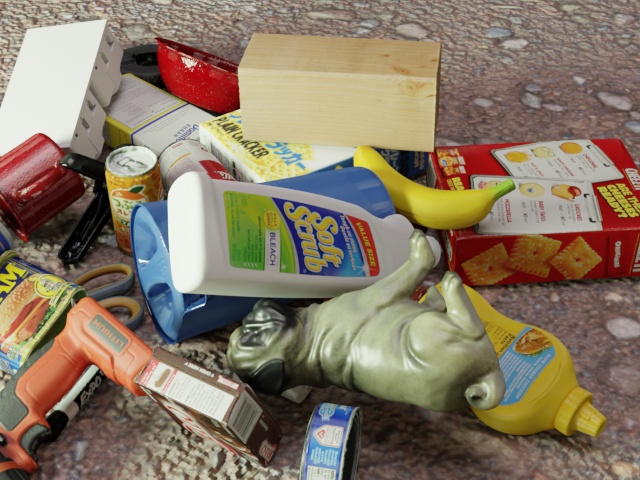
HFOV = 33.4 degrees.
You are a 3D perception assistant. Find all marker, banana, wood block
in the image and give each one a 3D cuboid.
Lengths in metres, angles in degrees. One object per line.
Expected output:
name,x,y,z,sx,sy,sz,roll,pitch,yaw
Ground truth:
marker,-0.210,0.133,0.940,0.020,0.020,0.121,15,40,18
banana,0.096,-0.049,1.058,0.198,0.037,0.069,19,53,39
wood block,0.023,-0.160,1.144,0.206,0.091,0.090,4,37,8

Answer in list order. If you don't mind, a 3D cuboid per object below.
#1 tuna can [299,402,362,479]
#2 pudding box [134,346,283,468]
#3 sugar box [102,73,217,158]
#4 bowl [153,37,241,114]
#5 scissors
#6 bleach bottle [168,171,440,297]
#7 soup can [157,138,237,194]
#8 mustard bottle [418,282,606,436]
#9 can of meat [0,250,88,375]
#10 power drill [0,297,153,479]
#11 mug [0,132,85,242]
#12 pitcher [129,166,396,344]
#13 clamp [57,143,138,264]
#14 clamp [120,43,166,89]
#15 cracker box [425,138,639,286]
tuna can,0.009,0.171,0.835,0.034,0.086,0.086,7,38,11
pudding box,-0.087,0.136,0.860,0.090,0.113,0.039,19,66,24
sugar box,-0.203,-0.137,1.266,0.176,0.048,0.093,32,50,31
bowl,-0.134,-0.193,1.297,0.162,0.055,0.162,21,11,-5
scissors,-0.254,0.083,1.007,0.201,0.016,0.096,-31,51,-27
bleach bottle,-0.005,-0.001,0.934,0.250,0.068,0.102,2,77,-30
soup can,-0.129,-0.057,1.144,0.068,0.068,0.102,-19,41,-22
mustard bottle,0.160,0.113,0.926,0.192,0.058,0.096,30,66,32
can of meat,-0.272,0.070,0.972,0.084,0.057,0.102,23,57,15
power drill,-0.215,0.146,0.862,0.185,0.057,0.187,37,64,28
mug,-0.296,-0.059,1.102,0.081,0.093,0.117,-39,15,-20
pitcher,-0.057,0.001,1.030,0.242,0.145,0.149,-15,64,-23
clamp,-0.221,-0.063,1.117,0.039,0.120,0.171,21,38,13
clamp,-0.258,-0.218,1.377,0.210,0.036,0.164,1,37,2
cracker box,0.227,-0.031,1.105,0.213,0.072,0.164,-3,38,-4
